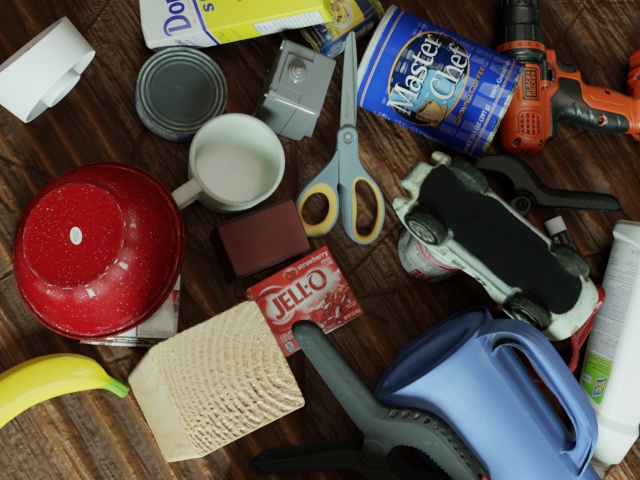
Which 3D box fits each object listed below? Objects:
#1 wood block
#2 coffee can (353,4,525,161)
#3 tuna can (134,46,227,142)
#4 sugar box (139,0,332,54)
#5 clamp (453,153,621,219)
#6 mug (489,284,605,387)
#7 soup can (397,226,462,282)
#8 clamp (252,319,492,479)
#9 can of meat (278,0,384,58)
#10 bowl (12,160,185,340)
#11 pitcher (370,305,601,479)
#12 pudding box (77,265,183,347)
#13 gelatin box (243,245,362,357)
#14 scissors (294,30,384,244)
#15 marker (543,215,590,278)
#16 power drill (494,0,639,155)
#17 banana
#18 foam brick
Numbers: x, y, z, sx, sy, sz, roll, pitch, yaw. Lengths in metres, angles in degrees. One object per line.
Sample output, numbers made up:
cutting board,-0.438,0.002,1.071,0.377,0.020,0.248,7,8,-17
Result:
wood block,-0.092,0.120,0.872,0.090,0.206,0.090,-25,85,-18
coffee can,0.111,-0.151,1.023,0.140,0.103,0.102,25,73,4
tuna can,-0.132,-0.137,1.009,0.086,0.034,0.086,3,77,-13
sugar box,-0.082,-0.237,1.000,0.176,0.048,0.093,-9,79,10
clamp,0.209,-0.038,1.059,0.171,0.039,0.120,44,82,3
mug,0.217,0.073,1.001,0.093,0.117,0.081,51,39,-1
soup can,0.119,-0.001,1.006,0.068,0.102,0.068,3,77,-14
clamp,0.042,0.177,0.915,0.210,0.165,0.036,29,32,8
can of meat,-0.001,-0.230,1.051,0.083,0.057,0.102,-36,88,-16
bowl,-0.200,0.002,0.910,0.162,0.055,0.162,-3,76,11
pitcher,0.170,0.184,0.954,0.145,0.149,0.243,-38,95,-6
pudding box,-0.170,0.038,0.960,0.090,0.039,0.113,4,74,-10
gelatin box,-0.016,0.058,0.997,0.089,0.030,0.073,-28,86,-18
scissors,0.008,-0.086,0.999,0.096,0.016,0.202,-16,110,-3
marker,0.260,0.033,1.078,0.020,0.020,0.121,-23,85,-18
power drill,0.270,-0.175,1.107,0.187,0.057,0.184,3,81,-11
banana,-0.265,0.148,0.912,0.197,0.037,0.069,-28,85,-18
foam brick,-0.056,0.001,0.989,0.078,0.053,0.051,-22,84,-16
